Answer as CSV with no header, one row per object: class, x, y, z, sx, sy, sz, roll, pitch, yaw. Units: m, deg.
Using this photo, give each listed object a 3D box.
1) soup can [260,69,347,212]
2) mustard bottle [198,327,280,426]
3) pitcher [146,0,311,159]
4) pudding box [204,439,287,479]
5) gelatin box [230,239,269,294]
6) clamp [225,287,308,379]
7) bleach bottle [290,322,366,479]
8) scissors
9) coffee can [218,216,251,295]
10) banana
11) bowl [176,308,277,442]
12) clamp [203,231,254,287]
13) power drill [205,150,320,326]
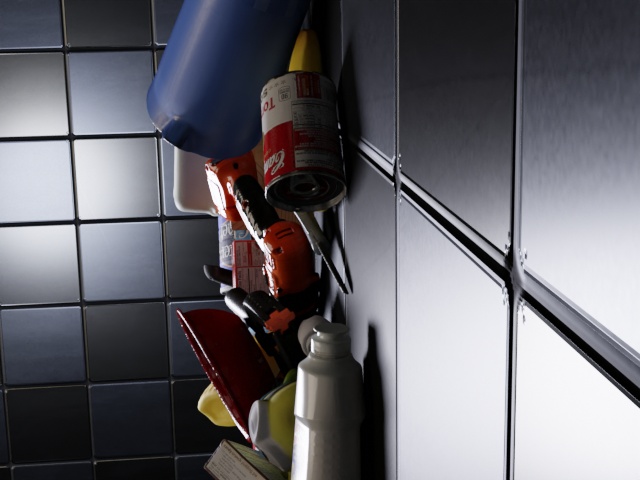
soup can,-0.015,-0.084,0.901,0.068,0.068,0.102,100,168,-64
mustard bottle,-0.070,0.132,1.284,0.096,0.058,0.191,-34,19,49
pitcher,-0.082,-0.211,1.078,0.243,0.144,0.149,121,139,-50
pudding box,-0.041,0.234,0.978,0.039,0.114,0.090,-57,-37,0
gelatin box,-0.061,0.037,1.277,0.030,0.089,0.073,105,161,-71
clamp,-0.041,0.109,1.108,0.164,0.036,0.210,54,168,2
bleach bottle,0.005,0.187,0.855,0.102,0.068,0.251,-120,31,-75
scissors,-0.011,-0.015,0.975,0.096,0.016,0.202,58,-178,-13
coffee can,-0.088,0.001,1.454,0.103,0.102,0.140,119,148,-79
banana,-0.007,-0.101,0.992,0.070,0.037,0.198,128,142,-53
bowl,-0.091,0.130,1.126,0.162,0.055,0.162,57,168,19
clamp,-0.072,0.039,1.357,0.120,0.039,0.171,-59,-46,-21
power drill,-0.058,0.001,1.163,0.188,0.057,0.184,56,162,34
